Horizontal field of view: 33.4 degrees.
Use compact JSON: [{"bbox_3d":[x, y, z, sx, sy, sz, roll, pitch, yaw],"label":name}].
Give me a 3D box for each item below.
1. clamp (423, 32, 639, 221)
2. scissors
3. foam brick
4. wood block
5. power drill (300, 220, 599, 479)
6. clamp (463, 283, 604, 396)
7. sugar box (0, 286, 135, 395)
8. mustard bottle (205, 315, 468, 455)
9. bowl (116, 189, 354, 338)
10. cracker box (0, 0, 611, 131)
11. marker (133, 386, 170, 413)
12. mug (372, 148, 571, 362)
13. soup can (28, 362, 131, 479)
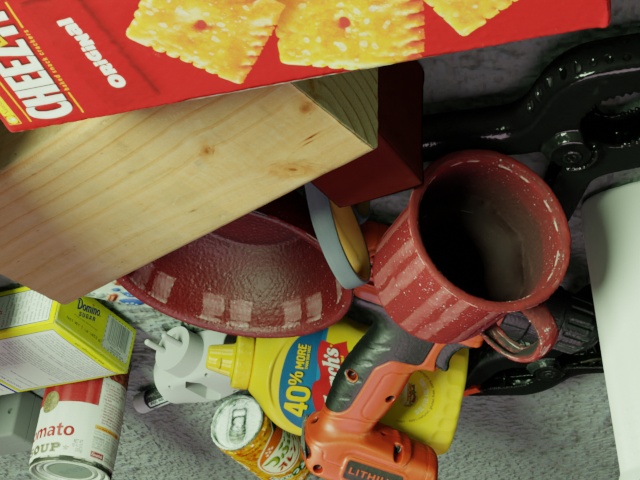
[{"bbox_3d":[0.142,-0.054,0.598,0.210,0.036,0.164,-24,138,37],"label":"clamp"},{"bbox_3d":[-0.007,-0.069,0.595,0.016,0.096,0.202,-13,112,18],"label":"scissors"},{"bbox_3d":[0.020,-0.066,0.555,0.053,0.078,0.051,-17,143,29],"label":"foam brick"},{"bbox_3d":[-0.081,-0.057,0.495,0.206,0.091,0.090,-25,136,34],"label":"wood block"},{"bbox_3d":[0.078,0.091,0.733,0.184,0.057,0.188,20,111,-6],"label":"power drill"},{"bbox_3d":[0.182,0.088,0.809,0.120,0.039,0.172,32,141,-26],"label":"clamp"},{"bbox_3d":[-0.244,0.081,0.839,0.176,0.048,0.093,-9,144,26],"label":"sugar box"},{"bbox_3d":[0.010,0.101,0.802,0.191,0.096,0.058,9,-171,-5],"label":"mustard bottle"},{"bbox_3d":[-0.054,0.001,0.676,0.162,0.055,0.162,9,148,5],"label":"bowl"},{"bbox_3d":[-0.016,-0.135,0.375,0.214,0.164,0.072,-7,144,16],"label":"cracker box"},{"bbox_3d":[-0.116,0.124,0.914,0.121,0.020,0.020,-25,137,37],"label":"marker"},{"bbox_3d":[0.086,0.018,0.591,0.117,0.093,0.082,50,153,7],"label":"mug"},{"bbox_3d":[-0.197,0.145,0.879,0.068,0.102,0.068,3,147,2],"label":"soup can"}]
